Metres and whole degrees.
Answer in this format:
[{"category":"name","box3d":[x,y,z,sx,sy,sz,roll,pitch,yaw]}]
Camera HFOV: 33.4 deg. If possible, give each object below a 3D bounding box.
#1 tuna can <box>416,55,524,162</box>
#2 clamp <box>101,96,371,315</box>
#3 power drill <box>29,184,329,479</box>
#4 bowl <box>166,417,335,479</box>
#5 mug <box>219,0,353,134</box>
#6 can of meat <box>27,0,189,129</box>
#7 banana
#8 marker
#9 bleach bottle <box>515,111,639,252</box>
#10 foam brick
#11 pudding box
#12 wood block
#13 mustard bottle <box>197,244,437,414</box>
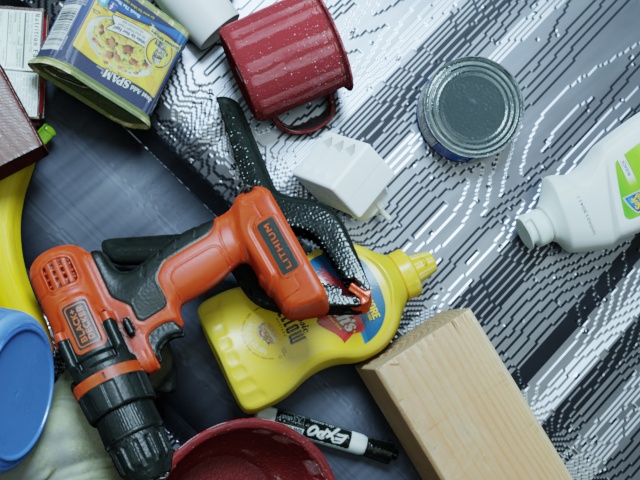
[{"category":"tuna can","box3d":[0.124,-0.109,0.894,0.086,0.034,0.086,1,85,-8]},{"category":"clamp","box3d":[-0.055,0.001,0.828,0.210,0.036,0.164,39,78,17]},{"category":"power drill","box3d":[-0.092,0.058,0.753,0.187,0.057,0.184,-25,74,-10]},{"category":"bowl","box3d":[-0.067,0.214,0.819,0.161,0.055,0.162,1,88,-25]},{"category":"mug","box3d":[-0.026,-0.137,0.856,0.081,0.093,0.117,-24,125,-5]},{"category":"can of meat","box3d":[-0.162,-0.148,0.832,0.102,0.058,0.084,32,77,-36]},{"category":"banana","box3d":[-0.235,0.004,0.812,0.070,0.037,0.198,-19,65,28]},{"category":"marker","box3d":[0.005,0.157,0.863,0.121,0.020,0.020,17,83,-6]},{"category":"bleach bottle","box3d":[0.277,-0.067,0.898,0.250,0.068,0.102,-26,89,-7]},{"category":"foam brick","box3d":[-0.244,-0.089,0.793,0.051,0.053,0.078,-28,91,-9]},{"category":"pudding box","box3d":[-0.273,-0.139,0.840,0.113,0.039,0.090,3,85,-10]},{"category":"wood block","box3d":[0.124,0.165,0.844,0.090,0.090,0.206,-31,90,-10]},{"category":"mustard bottle","box3d":[0.006,0.056,0.851,0.191,0.058,0.096,-25,76,-10]}]
